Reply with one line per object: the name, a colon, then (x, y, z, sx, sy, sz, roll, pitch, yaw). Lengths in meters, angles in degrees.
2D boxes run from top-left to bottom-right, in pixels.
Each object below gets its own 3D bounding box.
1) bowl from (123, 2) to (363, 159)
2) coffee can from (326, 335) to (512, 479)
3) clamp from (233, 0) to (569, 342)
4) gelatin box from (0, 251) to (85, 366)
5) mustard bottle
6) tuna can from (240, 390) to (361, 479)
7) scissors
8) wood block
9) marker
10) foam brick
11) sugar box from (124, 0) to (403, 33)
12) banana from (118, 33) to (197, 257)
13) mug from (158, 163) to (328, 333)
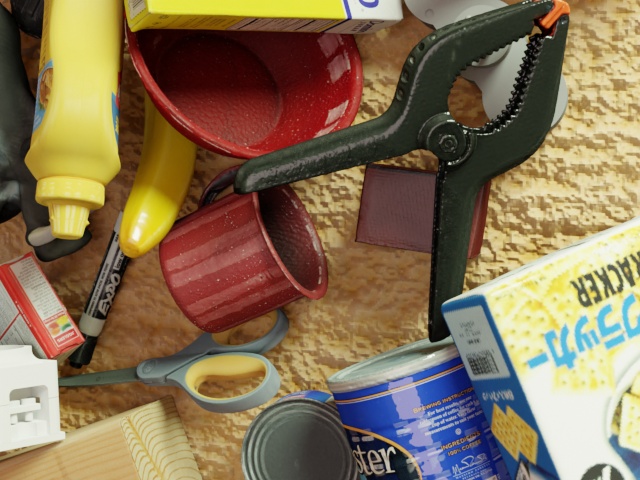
bowl: (-0.055, -0.111, 0.687, 0.162, 0.161, 0.055, 55, 144, 5)
coffee can: (0.074, 0.138, 0.672, 0.103, 0.102, 0.140, -19, 89, 14)
clamp: (0.076, -0.050, 0.627, 0.210, 0.036, 0.164, -44, 105, 9)
gelatin box: (-0.207, 0.058, 0.753, 0.073, 0.030, 0.089, 58, 145, 5)
mustard bottle: (-0.150, -0.096, 0.664, 0.058, 0.096, 0.191, 6, 80, -17)
tuna can: (-0.009, 0.146, 0.729, 0.086, 0.033, 0.086, 1, 94, 14)
scissors: (-0.102, 0.078, 0.751, 0.202, 0.096, 0.016, 3, 138, 38)
wood block: (-0.195, 0.191, 0.751, 0.206, 0.090, 0.091, -21, 87, 15)
marker: (-0.156, 0.037, 0.767, 0.020, 0.020, 0.121, 24, 99, 11)
foam brick: (0.068, -0.020, 0.690, 0.078, 0.053, 0.051, 9, 95, 15)
sugar box: (-0.035, -0.177, 0.653, 0.175, 0.048, 0.093, -6, 90, -28)
banana: (-0.109, -0.077, 0.711, 0.037, 0.069, 0.198, -17, 67, 34)
mug: (-0.055, 0.001, 0.710, 0.082, 0.093, 0.117, -25, 58, 19)
